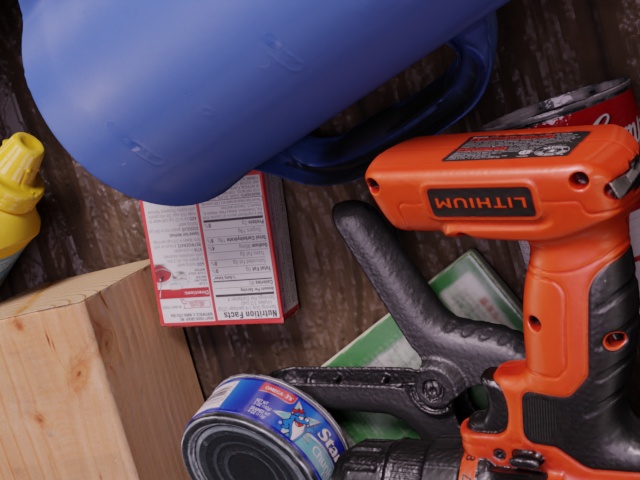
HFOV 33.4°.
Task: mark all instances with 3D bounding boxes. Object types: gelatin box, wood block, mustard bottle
[{"bbox_3d":[-0.054,0.001,0.567,0.073,0.030,0.089,-4,102,20],"label":"gelatin box"},{"bbox_3d":[-0.115,0.126,0.589,0.090,0.090,0.206,-12,99,23],"label":"wood block"},{"bbox_3d":[-0.208,0.015,0.592,0.058,0.096,0.192,44,114,6],"label":"mustard bottle"}]

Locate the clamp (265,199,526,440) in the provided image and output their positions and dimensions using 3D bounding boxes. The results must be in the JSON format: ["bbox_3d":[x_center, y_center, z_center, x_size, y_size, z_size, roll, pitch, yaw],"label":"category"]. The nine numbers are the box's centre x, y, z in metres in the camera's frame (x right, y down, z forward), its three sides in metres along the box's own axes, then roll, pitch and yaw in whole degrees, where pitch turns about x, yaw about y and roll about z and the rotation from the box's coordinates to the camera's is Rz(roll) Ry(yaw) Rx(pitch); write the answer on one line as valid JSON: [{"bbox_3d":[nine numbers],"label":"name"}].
[{"bbox_3d":[0.051,0.071,0.526,0.171,0.039,0.120,38,125,13],"label":"clamp"}]

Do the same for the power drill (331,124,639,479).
[{"bbox_3d":[0.074,0.049,0.452,0.185,0.057,0.187,-2,111,29],"label":"power drill"}]

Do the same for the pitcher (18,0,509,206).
[{"bbox_3d":[0.002,-0.107,0.431,0.243,0.148,0.145,-24,84,44],"label":"pitcher"}]

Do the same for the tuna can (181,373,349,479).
[{"bbox_3d":[-0.029,0.113,0.553,0.086,0.033,0.086,17,129,21],"label":"tuna can"}]
